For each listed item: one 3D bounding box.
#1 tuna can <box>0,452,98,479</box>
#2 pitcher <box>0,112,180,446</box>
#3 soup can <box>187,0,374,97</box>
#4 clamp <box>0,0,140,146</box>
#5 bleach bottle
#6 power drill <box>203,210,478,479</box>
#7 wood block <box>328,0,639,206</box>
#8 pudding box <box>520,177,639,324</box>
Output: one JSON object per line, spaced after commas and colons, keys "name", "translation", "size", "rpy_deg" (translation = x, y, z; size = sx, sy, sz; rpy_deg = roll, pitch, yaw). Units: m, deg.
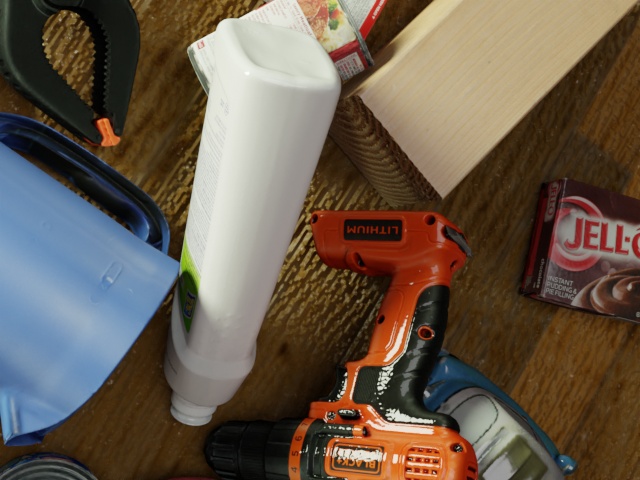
{"name": "tuna can", "translation": [-0.173, 0.176, 0.665], "size": [0.086, 0.034, 0.086], "rpy_deg": [0, 89, -18]}
{"name": "pitcher", "translation": [-0.207, -0.010, 0.618], "size": [0.242, 0.149, 0.145], "rpy_deg": [39, 93, -11]}
{"name": "soup can", "translation": [-0.025, -0.119, 0.687], "size": [0.102, 0.068, 0.068], "rpy_deg": [-28, 98, 5]}
{"name": "clamp", "translation": [-0.159, -0.162, 0.658], "size": [0.164, 0.036, 0.210], "rpy_deg": [-32, 112, -23]}
{"name": "bleach bottle", "translation": [-0.054, 0.001, 0.653], "size": [0.068, 0.102, 0.251], "rpy_deg": [8, 117, -17]}
{"name": "power drill", "translation": [0.019, 0.075, 0.690], "size": [0.185, 0.057, 0.187], "rpy_deg": [1, 73, 25]}
{"name": "wood block", "translation": [0.106, -0.126, 0.736], "size": [0.206, 0.090, 0.091], "rpy_deg": [-45, 102, -15]}
{"name": "pudding box", "translation": [0.212, 0.011, 0.794], "size": [0.113, 0.039, 0.090], "rpy_deg": [15, 84, -18]}
